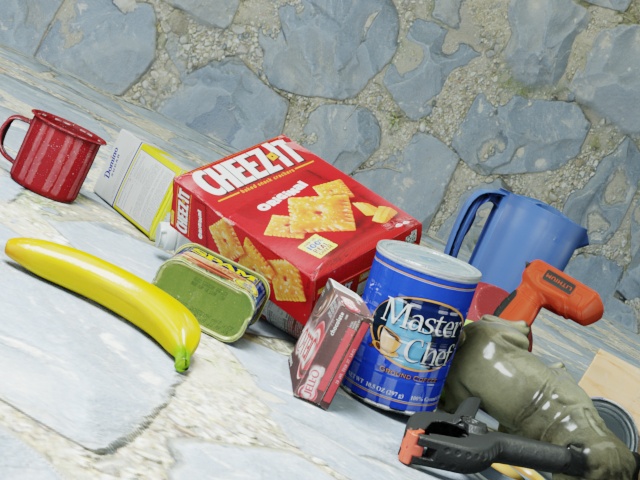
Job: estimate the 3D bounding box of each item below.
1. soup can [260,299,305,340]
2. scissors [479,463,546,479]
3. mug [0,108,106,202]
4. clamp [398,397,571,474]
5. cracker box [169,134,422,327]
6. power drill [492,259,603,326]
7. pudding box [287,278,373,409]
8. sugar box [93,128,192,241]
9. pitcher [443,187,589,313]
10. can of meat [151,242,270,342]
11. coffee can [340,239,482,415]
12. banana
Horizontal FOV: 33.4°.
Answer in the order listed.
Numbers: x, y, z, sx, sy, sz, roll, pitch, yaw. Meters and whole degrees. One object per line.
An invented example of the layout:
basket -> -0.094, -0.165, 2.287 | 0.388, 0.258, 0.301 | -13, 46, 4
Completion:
soup can -> -0.019, 0.069, 1.114 | 0.102, 0.068, 0.068 | 29, 7, 27
scissors -> 0.142, 0.190, 1.013 | 0.096, 0.016, 0.202 | 24, 7, -28
mug -> -0.317, -0.101, 1.232 | 0.117, 0.081, 0.093 | 25, 7, -8
clamp -> 0.124, 0.169, 0.930 | 0.171, 0.039, 0.120 | 11, 6, -37
cracker box -> -0.027, -0.018, 1.108 | 0.163, 0.072, 0.214 | -26, 48, -39
power drill -> 0.241, 0.120, 1.238 | 0.185, 0.187, 0.057 | 35, -22, 37
pudding box -> 0.007, 0.090, 0.952 | 0.039, 0.090, 0.113 | 27, 6, -6
sugar box -> -0.213, -0.068, 1.321 | 0.048, 0.093, 0.176 | 21, 8, -38
pitcher -> 0.250, 0.053, 1.483 | 0.149, 0.243, 0.144 | 30, 8, 28
can of meat -> -0.104, 0.049, 0.999 | 0.102, 0.057, 0.084 | 26, 9, 1
coffee can -> 0.083, 0.082, 1.017 | 0.103, 0.140, 0.103 | 16, 11, -3
banana -> -0.167, 0.044, 0.874 | 0.198, 0.037, 0.069 | 28, 6, 20
